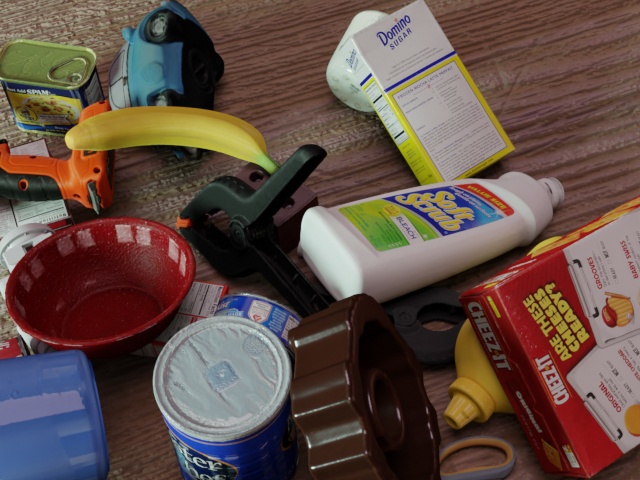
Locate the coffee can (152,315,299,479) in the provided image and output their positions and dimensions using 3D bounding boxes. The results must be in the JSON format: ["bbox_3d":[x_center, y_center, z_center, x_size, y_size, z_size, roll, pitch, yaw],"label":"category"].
[{"bbox_3d":[-0.070,0.139,0.839,0.103,0.140,0.103,-1,54,1],"label":"coffee can"}]

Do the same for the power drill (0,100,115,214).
[{"bbox_3d":[-0.291,-0.089,1.017,0.187,0.057,0.184,-4,59,-2],"label":"power drill"}]

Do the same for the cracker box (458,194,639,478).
[{"bbox_3d":[0.240,0.069,0.868,0.213,0.072,0.164,-26,90,-24],"label":"cracker box"}]

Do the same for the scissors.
[{"bbox_3d":[0.071,0.216,0.854,0.201,0.016,0.096,-19,54,-11],"label":"scissors"}]

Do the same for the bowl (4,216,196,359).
[{"bbox_3d":[-0.183,0.050,0.913,0.162,0.055,0.162,-4,40,3],"label":"bowl"}]

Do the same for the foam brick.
[{"bbox_3d":[-0.045,-0.034,1.017,0.053,0.051,0.078,-38,62,-22],"label":"foam brick"}]

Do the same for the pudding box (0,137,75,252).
[{"bbox_3d":[-0.295,-0.040,1.041,0.090,0.039,0.113,-17,58,-12],"label":"pudding box"}]

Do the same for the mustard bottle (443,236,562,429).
[{"bbox_3d":[0.171,0.089,0.908,0.191,0.058,0.096,-42,95,-23],"label":"mustard bottle"}]

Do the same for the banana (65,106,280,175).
[{"bbox_3d":[-0.135,-0.099,0.989,0.197,0.037,0.069,5,30,-14],"label":"banana"}]

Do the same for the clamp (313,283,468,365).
[{"bbox_3d":[0.069,0.086,0.934,0.171,0.039,0.120,-2,55,3],"label":"clamp"}]

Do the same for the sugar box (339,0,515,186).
[{"bbox_3d":[0.104,-0.138,1.044,0.093,0.048,0.176,-30,86,-19],"label":"sugar box"}]

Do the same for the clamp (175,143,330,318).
[{"bbox_3d":[-0.056,0.001,0.956,0.036,0.164,0.210,-16,11,-40],"label":"clamp"}]

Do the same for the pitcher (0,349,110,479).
[{"bbox_3d":[-0.290,0.147,0.804,0.242,0.145,0.149,-10,98,-15],"label":"pitcher"}]

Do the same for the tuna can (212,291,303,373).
[{"bbox_3d":[-0.054,0.082,0.914,0.086,0.086,0.033,14,58,12],"label":"tuna can"}]

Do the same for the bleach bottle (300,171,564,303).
[{"bbox_3d":[0.113,-0.016,0.978,0.250,0.068,0.103,-19,48,-25],"label":"bleach bottle"}]

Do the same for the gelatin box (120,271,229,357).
[{"bbox_3d":[-0.132,0.071,0.959,0.089,0.030,0.073,9,54,9],"label":"gelatin box"}]

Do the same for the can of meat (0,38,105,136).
[{"bbox_3d":[-0.272,-0.153,1.092,0.102,0.084,0.057,8,55,8],"label":"can of meat"}]
